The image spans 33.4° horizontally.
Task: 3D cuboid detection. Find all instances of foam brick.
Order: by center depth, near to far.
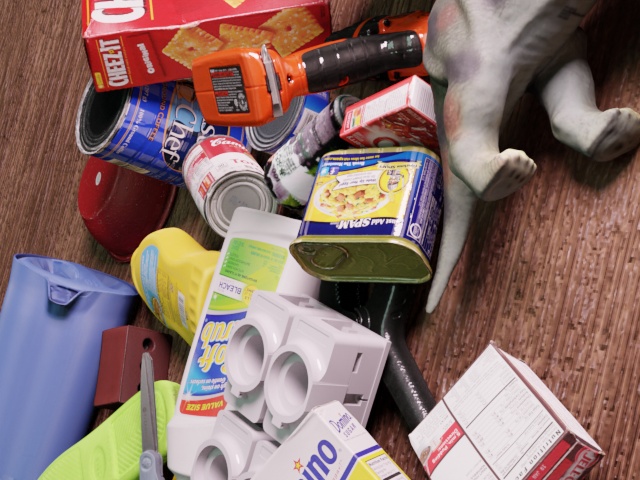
[{"bbox_3d":[-0.183,0.127,1.045,0.051,0.052,0.078,-19,61,47],"label":"foam brick"}]

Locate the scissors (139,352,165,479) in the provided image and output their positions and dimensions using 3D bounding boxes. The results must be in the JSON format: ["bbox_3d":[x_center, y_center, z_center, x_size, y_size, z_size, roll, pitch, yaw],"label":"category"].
[{"bbox_3d":[-0.130,0.199,0.906,0.096,0.016,0.202,3,80,32],"label":"scissors"}]

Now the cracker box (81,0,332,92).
[{"bbox_3d":[-0.107,-0.226,0.971,0.072,0.213,0.164,86,174,-49],"label":"cracker box"}]

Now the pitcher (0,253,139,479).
[{"bbox_3d":[-0.286,0.141,1.120,0.145,0.149,0.243,21,95,39],"label":"pitcher"}]

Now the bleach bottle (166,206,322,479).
[{"bbox_3d":[-0.062,0.104,0.870,0.103,0.068,0.251,14,84,39],"label":"bleach bottle"}]

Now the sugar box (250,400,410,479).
[{"bbox_3d":[0.034,0.197,0.675,0.176,0.048,0.093,44,108,17],"label":"sugar box"}]

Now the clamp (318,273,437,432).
[{"bbox_3d":[0.028,0.074,0.810,0.165,0.036,0.210,-25,60,43],"label":"clamp"}]

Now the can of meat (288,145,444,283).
[{"bbox_3d":[0.037,-0.019,0.773,0.102,0.057,0.084,0,59,28],"label":"can of meat"}]

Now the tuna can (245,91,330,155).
[{"bbox_3d":[-0.030,-0.117,0.971,0.086,0.033,0.086,-26,56,44],"label":"tuna can"}]

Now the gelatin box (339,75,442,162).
[{"bbox_3d":[0.072,-0.076,0.776,0.073,0.089,0.030,-19,51,48],"label":"gelatin box"}]

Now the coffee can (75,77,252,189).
[{"bbox_3d":[-0.149,-0.109,1.031,0.103,0.140,0.103,-26,55,44],"label":"coffee can"}]

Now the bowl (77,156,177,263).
[{"bbox_3d":[-0.220,-0.060,1.172,0.162,0.055,0.162,-26,55,44],"label":"bowl"}]

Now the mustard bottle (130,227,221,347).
[{"bbox_3d":[-0.131,0.040,1.001,0.192,0.058,0.096,26,127,54],"label":"mustard bottle"}]

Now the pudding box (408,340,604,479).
[{"bbox_3d":[0.109,0.126,0.653,0.090,0.039,0.113,-50,28,9],"label":"pudding box"}]

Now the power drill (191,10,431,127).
[{"bbox_3d":[-0.001,-0.137,0.828,0.185,0.187,0.057,7,114,60],"label":"power drill"}]

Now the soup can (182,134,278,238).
[{"bbox_3d":[-0.083,-0.048,0.964,0.068,0.068,0.102,-61,26,12],"label":"soup can"}]
